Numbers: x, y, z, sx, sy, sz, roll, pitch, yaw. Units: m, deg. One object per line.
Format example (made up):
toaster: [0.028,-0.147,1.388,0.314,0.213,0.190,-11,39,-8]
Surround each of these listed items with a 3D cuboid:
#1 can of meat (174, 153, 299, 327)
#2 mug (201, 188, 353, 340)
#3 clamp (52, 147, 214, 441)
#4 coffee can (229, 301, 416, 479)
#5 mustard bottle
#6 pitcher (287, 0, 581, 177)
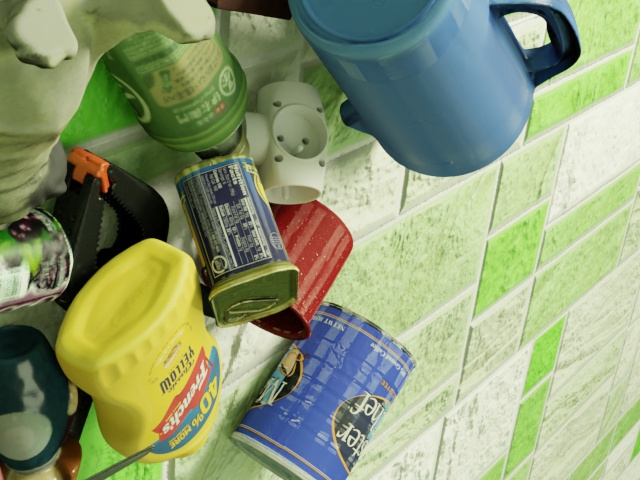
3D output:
can of meat: [-0.054,0.001,0.687,0.057,0.084,0.102,-18,164,-7]
mug: [-0.036,0.008,0.786,0.117,0.093,0.081,41,66,-21]
clamp: [-0.125,0.024,0.694,0.164,0.036,0.210,-38,143,-39]
coffee can: [0.003,0.138,0.911,0.140,0.103,0.102,-56,149,-16]
mustard bottle: [-0.105,0.090,0.686,0.096,0.058,0.191,-55,156,-28]
pitcher: [0.075,-0.137,0.722,0.149,0.145,0.242,-55,160,2]
